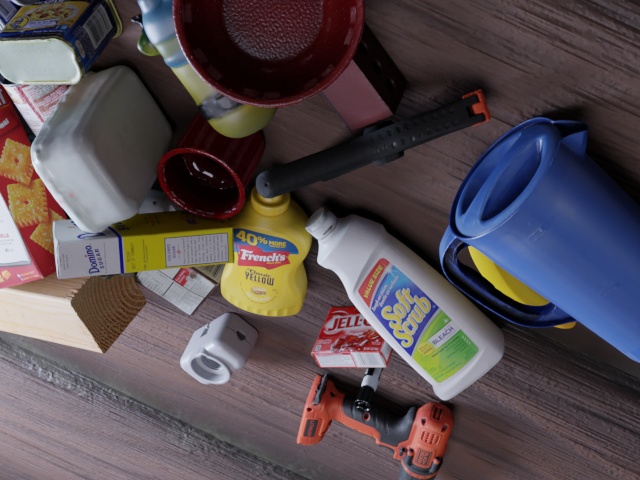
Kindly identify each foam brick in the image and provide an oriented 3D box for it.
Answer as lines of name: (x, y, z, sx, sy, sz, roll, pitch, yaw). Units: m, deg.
foam brick: (0.032, -0.149, 0.963, 0.051, 0.053, 0.078, -17, 126, 37)

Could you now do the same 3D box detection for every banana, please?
banana: (0.195, 0.026, 1.082, 0.070, 0.037, 0.197, -9, 129, 33)

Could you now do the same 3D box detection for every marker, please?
marker: (0.062, 0.143, 1.202, 0.020, 0.121, 0.020, 13, 138, 12)

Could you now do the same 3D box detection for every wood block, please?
wood block: (-0.326, 0.061, 1.293, 0.206, 0.090, 0.090, 7, 136, 36)

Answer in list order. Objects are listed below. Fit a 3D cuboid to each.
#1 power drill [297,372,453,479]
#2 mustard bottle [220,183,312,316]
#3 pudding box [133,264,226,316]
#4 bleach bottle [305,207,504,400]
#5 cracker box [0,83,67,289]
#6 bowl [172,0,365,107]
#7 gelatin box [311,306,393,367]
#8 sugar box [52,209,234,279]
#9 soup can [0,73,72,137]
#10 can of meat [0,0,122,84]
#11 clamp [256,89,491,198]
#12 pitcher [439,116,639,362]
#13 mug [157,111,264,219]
power drill: (0.068, 0.251, 1.365, 0.187, 0.057, 0.184, 16, 135, 5)
mustard bottle: (-0.058, 0.002, 1.159, 0.096, 0.058, 0.192, 15, 138, 7)
pudding box: (-0.175, 0.031, 1.260, 0.113, 0.039, 0.090, 34, 141, -8)
bleach bottle: (0.079, 0.060, 1.144, 0.250, 0.068, 0.103, 41, 115, -16)
cracker box: (-0.371, -0.054, 1.176, 0.164, 0.072, 0.213, -13, 104, 42)
bowl: (-0.042, -0.196, 0.911, 0.162, 0.055, 0.162, 0, 101, 2)
gelatin box: (0.042, 0.108, 1.213, 0.089, 0.073, 0.030, -4, 131, 29)
sugar box: (-0.183, 0.000, 1.094, 0.176, 0.093, 0.048, -3, 105, -15)
soup can: (-0.274, -0.141, 1.103, 0.069, 0.068, 0.102, -4, 132, 29)
can of meat: (-0.255, -0.195, 1.024, 0.102, 0.083, 0.057, 2, 134, 23)
clamp: (0.056, -0.089, 0.988, 0.210, 0.164, 0.036, -20, 93, 15)
pitcher: (0.238, 0.015, 0.981, 0.242, 0.145, 0.149, 37, 158, -19)
mug: (-0.110, -0.075, 1.084, 0.093, 0.081, 0.117, 28, 139, -4)
